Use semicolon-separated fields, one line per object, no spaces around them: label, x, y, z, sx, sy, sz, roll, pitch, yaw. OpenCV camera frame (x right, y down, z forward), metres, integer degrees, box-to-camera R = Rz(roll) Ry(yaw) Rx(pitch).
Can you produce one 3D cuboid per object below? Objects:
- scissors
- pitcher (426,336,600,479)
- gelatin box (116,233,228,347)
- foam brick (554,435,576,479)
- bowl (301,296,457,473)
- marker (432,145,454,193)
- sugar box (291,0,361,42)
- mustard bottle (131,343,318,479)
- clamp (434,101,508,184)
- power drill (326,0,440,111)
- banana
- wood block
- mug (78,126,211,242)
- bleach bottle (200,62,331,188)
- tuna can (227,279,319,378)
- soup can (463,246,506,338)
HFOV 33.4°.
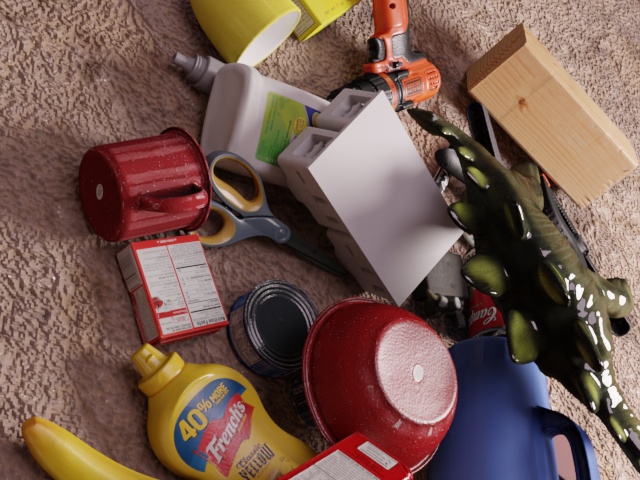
scissors;-0.057;0.001;0.999;0.096;0.016;0.201;-45;125;-11
pitcher;0.169;0.210;0.990;0.149;0.145;0.242;6;50;1
gelatin box;-0.127;0.042;0.917;0.073;0.030;0.089;-10;75;-43
foam brick;0.222;0.226;1.082;0.053;0.078;0.051;40;50;-17
bowl;0.064;0.117;0.902;0.161;0.055;0.162;18;59;-33
marker;0.135;-0.069;1.198;0.020;0.020;0.121;43;48;-15
sugar box;-0.037;-0.310;1.157;0.176;0.048;0.093;54;45;-6
mustard bottle;-0.084;0.159;0.874;0.191;0.058;0.096;48;64;-9
clamp;0.199;-0.075;1.229;0.171;0.039;0.120;50;51;-25
power drill;0.055;-0.224;1.143;0.184;0.057;0.187;-26;112;-49
banana;-0.136;0.185;0.812;0.197;0.070;0.037;18;20;-12
wood block;0.279;-0.150;1.292;0.206;0.091;0.090;44;24;-15
mug;-0.143;-0.042;0.893;0.081;0.117;0.093;-14;116;-38
bleach bottle;0.006;-0.095;1.060;0.250;0.068;0.102;11;93;-37
tuna can;-0.041;0.081;0.967;0.086;0.034;0.086;18;58;-32
soup can;0.190;0.061;1.145;0.068;0.069;0.102;17;58;-33
